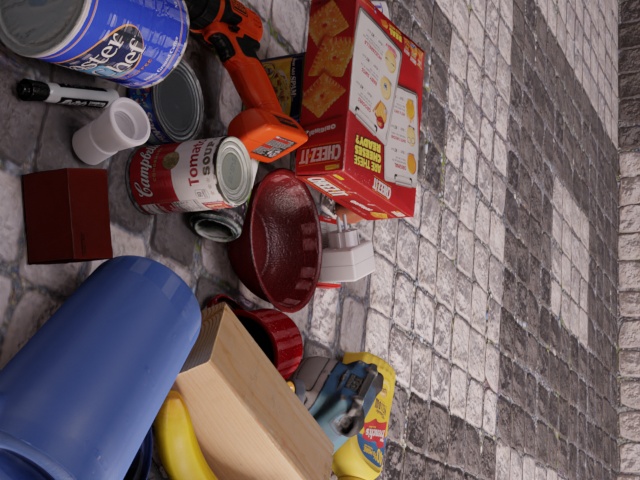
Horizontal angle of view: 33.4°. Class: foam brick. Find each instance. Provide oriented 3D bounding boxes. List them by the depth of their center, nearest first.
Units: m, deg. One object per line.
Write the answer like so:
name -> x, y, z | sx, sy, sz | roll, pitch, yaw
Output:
foam brick -> -0.212, -0.020, 0.895 | 0.052, 0.051, 0.078 | 0, 86, -62

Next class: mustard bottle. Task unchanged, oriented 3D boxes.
mustard bottle -> 0.051, 0.245, 1.361 | 0.096, 0.058, 0.191 | 46, 47, -50

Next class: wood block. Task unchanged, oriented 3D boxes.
wood block -> -0.079, 0.173, 1.027 | 0.206, 0.091, 0.090 | 55, 24, -26

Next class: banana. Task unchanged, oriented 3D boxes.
banana -> -0.102, 0.219, 0.982 | 0.197, 0.070, 0.037 | 52, 11, -21

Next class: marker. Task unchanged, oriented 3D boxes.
marker -> -0.220, -0.127, 0.931 | 0.120, 0.020, 0.020 | -6, 91, -63

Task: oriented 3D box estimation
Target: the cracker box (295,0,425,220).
cracker box -> 0.047, -0.147, 1.205 | 0.164, 0.072, 0.213 | 28, 62, -53

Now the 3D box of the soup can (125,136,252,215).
soup can -> -0.124, -0.061, 1.017 | 0.068, 0.102, 0.068 | 15, 73, -61

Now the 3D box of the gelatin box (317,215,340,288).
gelatin box -> -0.004, 0.014, 1.321 | 0.073, 0.030, 0.089 | 10, 77, -63

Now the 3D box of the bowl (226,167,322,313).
bowl -> -0.058, 0.001, 1.188 | 0.161, 0.055, 0.162 | 16, 72, -61

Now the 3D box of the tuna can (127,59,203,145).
tuna can -> -0.152, -0.136, 1.049 | 0.086, 0.034, 0.086 | 16, 72, -62

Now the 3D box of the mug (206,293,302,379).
mug -> -0.077, 0.105, 1.117 | 0.117, 0.093, 0.081 | 51, 19, 13

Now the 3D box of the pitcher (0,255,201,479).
pitcher -> -0.184, 0.128, 0.852 | 0.149, 0.145, 0.242 | -62, 179, 39

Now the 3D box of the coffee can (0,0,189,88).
coffee can -> -0.192, -0.192, 0.903 | 0.140, 0.103, 0.103 | 8, 79, -63

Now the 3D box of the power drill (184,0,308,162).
power drill -> -0.090, -0.179, 1.086 | 0.184, 0.057, 0.188 | 9, 57, -64

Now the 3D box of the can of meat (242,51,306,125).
can of meat -> -0.040, -0.162, 1.216 | 0.057, 0.084, 0.102 | 28, 61, -59
